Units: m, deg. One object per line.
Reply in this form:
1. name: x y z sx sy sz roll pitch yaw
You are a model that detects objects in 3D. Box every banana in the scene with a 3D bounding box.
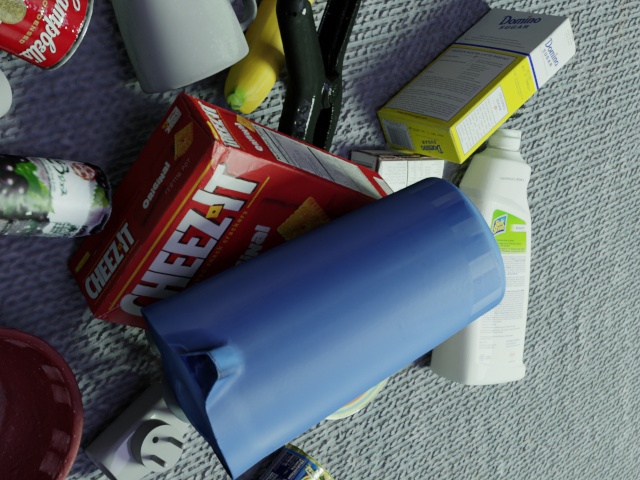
1. banana: -0.030 -0.171 0.827 0.037 0.070 0.197 28 70 -17

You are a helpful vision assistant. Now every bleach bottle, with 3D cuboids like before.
1. bleach bottle: 0.172 0.014 1.064 0.102 0.068 0.251 0 101 -42

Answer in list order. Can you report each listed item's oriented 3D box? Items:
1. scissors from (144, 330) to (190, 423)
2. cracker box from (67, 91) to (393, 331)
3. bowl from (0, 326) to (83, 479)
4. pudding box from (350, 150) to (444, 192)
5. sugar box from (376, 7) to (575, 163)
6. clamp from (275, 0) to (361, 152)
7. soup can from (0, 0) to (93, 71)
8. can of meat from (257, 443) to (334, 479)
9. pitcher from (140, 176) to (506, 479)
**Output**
1. scissors: -0.078 0.134 0.876 0.016 0.096 0.201 -27 130 18
2. cracker box: -0.055 0.001 0.814 0.213 0.072 0.164 18 116 -44
3. bowl: -0.247 0.130 0.733 0.161 0.055 0.162 -14 112 -38
4. pudding box: 0.065 -0.025 0.973 0.089 0.039 0.113 -5 108 -42
5. sugar box: 0.143 -0.144 0.968 0.176 0.093 0.048 -40 128 -25
6. clamp: -0.008 -0.124 0.838 0.164 0.036 0.210 -47 151 -59
7. soup can: -0.205 -0.158 0.674 0.102 0.069 0.068 22 88 -42
8. can of meat: -0.025 0.247 0.966 0.083 0.058 0.102 -48 130 -24
9. pitcher: 0.004 0.055 0.766 0.242 0.149 0.145 -28 124 -13
